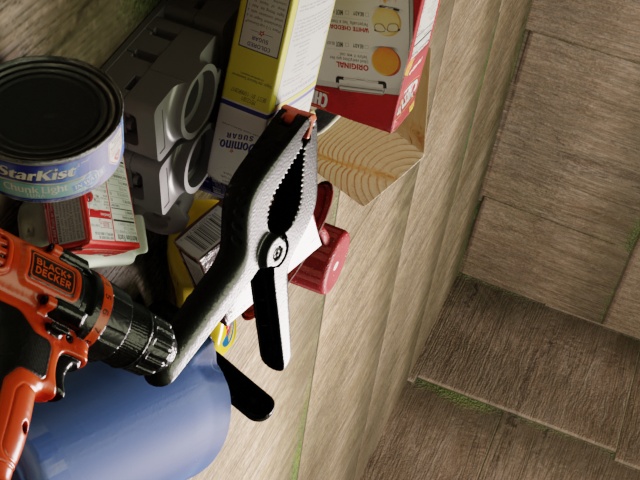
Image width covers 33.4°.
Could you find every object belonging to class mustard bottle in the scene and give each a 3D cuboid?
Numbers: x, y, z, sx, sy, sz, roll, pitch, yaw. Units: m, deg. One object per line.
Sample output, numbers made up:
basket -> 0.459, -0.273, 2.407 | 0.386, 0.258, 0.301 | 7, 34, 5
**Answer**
mustard bottle -> -0.107, 0.055, 0.983 | 0.192, 0.058, 0.096 | 95, -7, -53

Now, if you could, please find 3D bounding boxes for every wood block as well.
wood block -> 0.049, -0.143, 1.088 | 0.090, 0.090, 0.206 | -41, -157, 33

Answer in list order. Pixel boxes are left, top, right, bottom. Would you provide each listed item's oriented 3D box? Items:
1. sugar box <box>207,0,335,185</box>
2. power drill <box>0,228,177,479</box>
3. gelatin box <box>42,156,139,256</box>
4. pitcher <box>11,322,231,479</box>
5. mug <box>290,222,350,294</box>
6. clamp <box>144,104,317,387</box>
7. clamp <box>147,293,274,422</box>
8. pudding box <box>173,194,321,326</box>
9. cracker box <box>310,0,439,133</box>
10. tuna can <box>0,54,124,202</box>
sugar box -> -0.032, -0.130, 0.775 | 0.093, 0.048, 0.176 | -44, 155, -59
power drill -> -0.152, 0.094, 0.593 | 0.184, 0.057, 0.187 | 33, 42, -42
gelatin box -> -0.148, -0.035, 0.671 | 0.073, 0.030, 0.089 | 8, 71, -76
pitcher -> -0.174, 0.147, 0.738 | 0.242, 0.145, 0.149 | -17, 106, -69
mug -> -0.016, 0.007, 1.250 | 0.117, 0.081, 0.093 | 92, 23, -55
clamp -> -0.051, 0.008, 0.752 | 0.164, 0.036, 0.210 | -9, 117, -59
clamp -> -0.109, 0.080, 0.882 | 0.039, 0.172, 0.120 | -32, 118, -31
pudding box -> -0.056, 0.001, 0.856 | 0.113, 0.039, 0.090 | -39, 143, -18
cracker box -> 0.015, -0.215, 0.852 | 0.072, 0.164, 0.214 | -49, 155, -52
tuna can -> -0.150, -0.061, 0.582 | 0.034, 0.086, 0.086 | 99, 17, -48
